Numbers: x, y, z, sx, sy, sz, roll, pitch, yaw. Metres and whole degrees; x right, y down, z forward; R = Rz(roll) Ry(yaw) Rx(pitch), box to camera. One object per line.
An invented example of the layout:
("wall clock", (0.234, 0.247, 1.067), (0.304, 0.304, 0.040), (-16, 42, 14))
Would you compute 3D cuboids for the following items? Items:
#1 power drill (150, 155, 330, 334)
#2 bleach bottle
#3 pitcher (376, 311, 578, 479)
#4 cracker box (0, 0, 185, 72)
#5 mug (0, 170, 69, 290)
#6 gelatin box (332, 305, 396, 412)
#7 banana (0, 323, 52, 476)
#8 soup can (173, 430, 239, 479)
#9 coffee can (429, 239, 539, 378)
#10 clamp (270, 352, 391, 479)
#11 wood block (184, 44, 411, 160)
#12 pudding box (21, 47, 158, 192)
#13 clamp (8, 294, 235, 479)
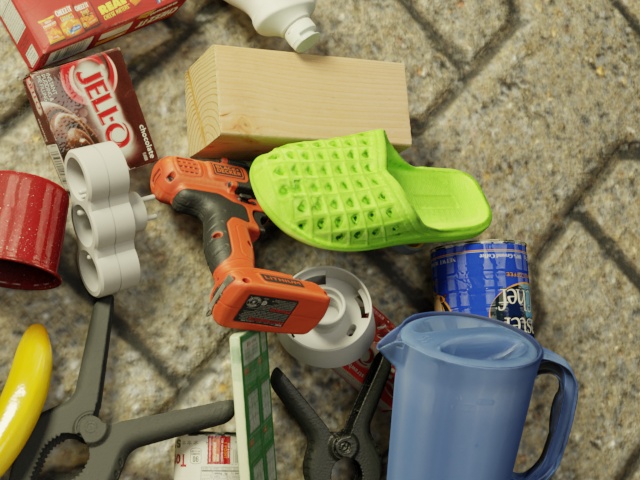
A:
("power drill", (-0.057, 0.001, 0.994), (0.184, 0.057, 0.188), (8, 39, -32))
("bleach bottle", (-0.091, -0.283, 1.035), (0.102, 0.068, 0.251), (-30, 77, -30))
("pitcher", (0.135, 0.199, 1.009), (0.144, 0.149, 0.243), (-11, 114, -43))
("cracker box", (-0.245, -0.284, 0.994), (0.164, 0.072, 0.213), (-31, 94, -28))
("mug", (-0.275, -0.009, 0.923), (0.117, 0.093, 0.081), (2, 70, 11))
("gelatin box", (0.059, 0.121, 1.088), (0.089, 0.030, 0.073), (41, 66, -13))
("banana", (-0.276, 0.157, 0.895), (0.070, 0.037, 0.197), (26, 63, 17))
("soup can", (-0.100, 0.225, 0.967), (0.068, 0.069, 0.102), (7, 77, -26))
("coffee can", (0.170, 0.076, 1.112), (0.102, 0.103, 0.140), (2, 79, -27))
("clamp", (0.009, 0.193, 1.038), (0.120, 0.039, 0.171), (2, 88, -7))
("wood block", (-0.022, -0.130, 1.064), (0.205, 0.090, 0.091), (0, 80, -26))
("pudding box", (-0.211, -0.111, 0.983), (0.089, 0.039, 0.113), (-25, 105, -28))
("clamp", (-0.201, 0.157, 0.934), (0.209, 0.036, 0.165), (-40, 72, -17))
